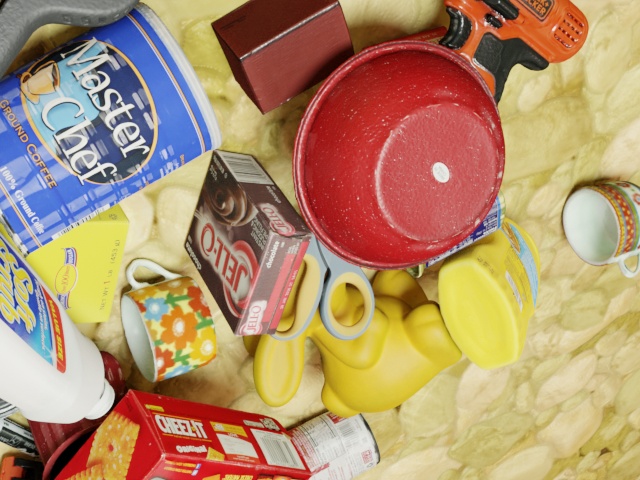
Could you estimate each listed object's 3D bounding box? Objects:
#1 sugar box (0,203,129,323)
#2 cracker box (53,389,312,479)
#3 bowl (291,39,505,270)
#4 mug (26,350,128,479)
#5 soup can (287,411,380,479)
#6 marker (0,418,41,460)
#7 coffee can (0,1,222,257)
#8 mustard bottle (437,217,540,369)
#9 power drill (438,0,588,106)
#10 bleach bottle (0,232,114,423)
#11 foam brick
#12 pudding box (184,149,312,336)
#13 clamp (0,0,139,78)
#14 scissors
[{"bbox_3d":[-0.225,0.016,0.724,0.175,0.048,0.093,-5,127,-32],"label":"sugar box"},{"bbox_3d":[-0.135,0.216,0.813,0.214,0.072,0.163,-49,141,17],"label":"cracker box"},{"bbox_3d":[0.065,-0.050,0.709,0.161,0.055,0.162,-7,108,-22],"label":"bowl"},{"bbox_3d":[-0.179,0.137,0.831,0.093,0.082,0.117,-1,126,-33],"label":"mug"},{"bbox_3d":[-0.003,0.204,1.015,0.102,0.069,0.068,-24,135,-15],"label":"soup can"},{"bbox_3d":[-0.233,0.166,0.867,0.020,0.020,0.121,-42,137,4],"label":"marker"},{"bbox_3d":[-0.146,-0.069,0.657,0.140,0.103,0.103,-31,137,-11],"label":"coffee can"},{"bbox_3d":[0.152,0.030,0.917,0.058,0.191,0.096,-22,100,25],"label":"mustard bottle"},{"bbox_3d":[0.087,-0.130,0.757,0.184,0.057,0.188,30,94,-29],"label":"power drill"},{"bbox_3d":[-0.207,0.040,0.666,0.068,0.102,0.250,-23,140,11],"label":"bleach bottle"},{"bbox_3d":[-0.024,-0.135,0.724,0.078,0.053,0.051,-31,137,-6],"label":"foam brick"},{"bbox_3d":[-0.055,0.001,0.773,0.039,0.114,0.090,4,123,-30],"label":"pudding box"},{"bbox_3d":[-0.163,-0.147,0.599,0.209,0.036,0.164,-19,104,-26],"label":"clamp"},{"bbox_3d":[0.021,-0.010,0.817,0.096,0.016,0.202,25,92,-12],"label":"scissors"}]
